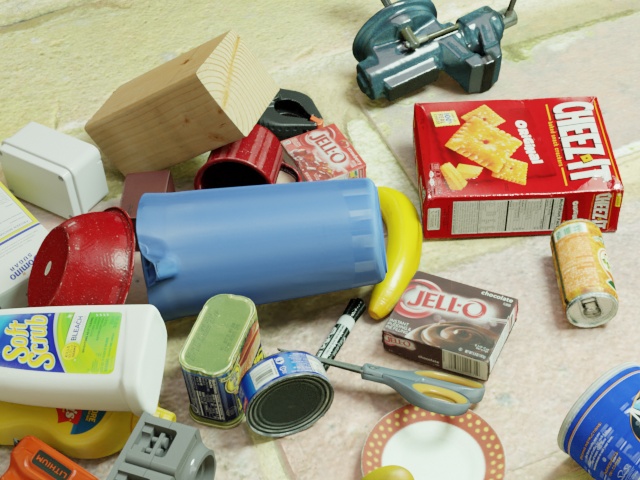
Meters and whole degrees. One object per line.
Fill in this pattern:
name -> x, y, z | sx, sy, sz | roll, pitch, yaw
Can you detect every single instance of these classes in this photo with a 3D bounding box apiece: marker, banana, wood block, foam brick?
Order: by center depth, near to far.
marker -> 0.014, 0.102, 1.070 | 0.020, 0.020, 0.121 | 18, 50, 21
banana -> 0.078, 0.003, 1.151 | 0.070, 0.037, 0.198 | -23, 41, 16
foam brick -> -0.194, -0.034, 1.200 | 0.053, 0.051, 0.078 | -2, 46, 5
wood block -> -0.161, -0.149, 1.213 | 0.207, 0.090, 0.090 | -16, 32, 42

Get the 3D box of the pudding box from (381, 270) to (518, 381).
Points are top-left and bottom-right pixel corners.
pudding box -> 0.129, 0.084, 1.062 | 0.114, 0.039, 0.090 | 17, 50, 21

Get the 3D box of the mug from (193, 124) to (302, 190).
mug -> -0.077, -0.077, 1.209 | 0.117, 0.093, 0.081 | 13, 43, 1

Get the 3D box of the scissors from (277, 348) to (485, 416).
scissors -> 0.056, 0.131, 0.998 | 0.201, 0.016, 0.096 | 9, 11, 0

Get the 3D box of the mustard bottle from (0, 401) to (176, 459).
mustard bottle -> -0.230, 0.158, 1.013 | 0.192, 0.058, 0.096 | 8, 49, 12

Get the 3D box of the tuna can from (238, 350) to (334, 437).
tuna can -> -0.033, 0.142, 0.990 | 0.086, 0.086, 0.034 | -16, 46, -10

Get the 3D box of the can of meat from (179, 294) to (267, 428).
can of meat -> -0.093, 0.114, 1.024 | 0.057, 0.084, 0.102 | 10, 48, 15

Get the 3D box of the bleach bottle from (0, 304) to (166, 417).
bleach bottle -> -0.273, 0.111, 0.979 | 0.251, 0.068, 0.102 | -2, 53, 8

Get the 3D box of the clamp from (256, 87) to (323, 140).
clamp -> -0.063, -0.175, 1.333 | 0.172, 0.039, 0.120 | 22, 56, 16

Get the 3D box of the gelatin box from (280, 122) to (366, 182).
gelatin box -> 0.003, -0.094, 1.253 | 0.073, 0.030, 0.089 | -20, 48, -14

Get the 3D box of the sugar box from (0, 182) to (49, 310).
sugar box -> -0.357, 0.003, 1.186 | 0.093, 0.048, 0.176 | -33, 55, -23

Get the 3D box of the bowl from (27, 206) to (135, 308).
bowl -> -0.247, 0.036, 1.064 | 0.055, 0.162, 0.162 | 19, 35, -34

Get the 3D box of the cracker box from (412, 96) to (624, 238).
cracker box -> 0.215, -0.086, 1.195 | 0.213, 0.072, 0.164 | -3, 46, 2

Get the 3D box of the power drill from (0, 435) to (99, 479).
power drill -> -0.268, 0.269, 0.909 | 0.185, 0.057, 0.187 | 26, 54, 27

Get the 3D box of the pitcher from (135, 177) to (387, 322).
pitcher -> -0.057, 0.001, 1.091 | 0.243, 0.145, 0.149 | -7, 53, 4
